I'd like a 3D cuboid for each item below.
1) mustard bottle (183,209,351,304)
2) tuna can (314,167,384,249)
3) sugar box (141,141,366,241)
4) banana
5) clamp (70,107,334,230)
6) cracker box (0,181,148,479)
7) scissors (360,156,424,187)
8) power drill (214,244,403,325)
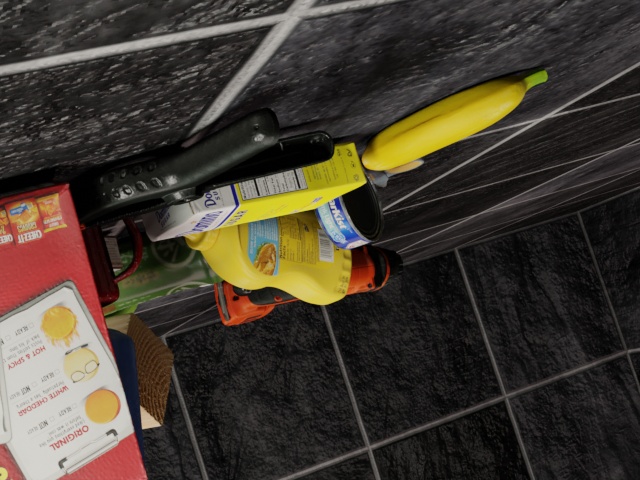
[{"bbox_3d":[-0.057,0.001,1.025,0.191,0.096,0.058,14,154,-40],"label":"mustard bottle"},{"bbox_3d":[0.027,-0.035,1.045,0.034,0.086,0.086,-19,175,27],"label":"tuna can"},{"bbox_3d":[-0.058,-0.042,0.915,0.175,0.048,0.094,-16,174,-34],"label":"sugar box"},{"bbox_3d":[0.102,-0.097,0.928,0.198,0.037,0.069,-22,172,36],"label":"banana"},{"bbox_3d":[-0.094,-0.048,0.781,0.210,0.036,0.164,-18,174,21],"label":"clamp"},{"bbox_3d":[-0.226,0.082,0.713,0.164,0.214,0.072,-17,-171,-22],"label":"cracker box"},{"bbox_3d":[0.081,-0.076,1.167,0.096,0.016,0.201,-15,176,19],"label":"scissors"},{"bbox_3d":[-0.012,0.047,1.220,0.188,0.057,0.184,-16,173,25],"label":"power drill"}]
